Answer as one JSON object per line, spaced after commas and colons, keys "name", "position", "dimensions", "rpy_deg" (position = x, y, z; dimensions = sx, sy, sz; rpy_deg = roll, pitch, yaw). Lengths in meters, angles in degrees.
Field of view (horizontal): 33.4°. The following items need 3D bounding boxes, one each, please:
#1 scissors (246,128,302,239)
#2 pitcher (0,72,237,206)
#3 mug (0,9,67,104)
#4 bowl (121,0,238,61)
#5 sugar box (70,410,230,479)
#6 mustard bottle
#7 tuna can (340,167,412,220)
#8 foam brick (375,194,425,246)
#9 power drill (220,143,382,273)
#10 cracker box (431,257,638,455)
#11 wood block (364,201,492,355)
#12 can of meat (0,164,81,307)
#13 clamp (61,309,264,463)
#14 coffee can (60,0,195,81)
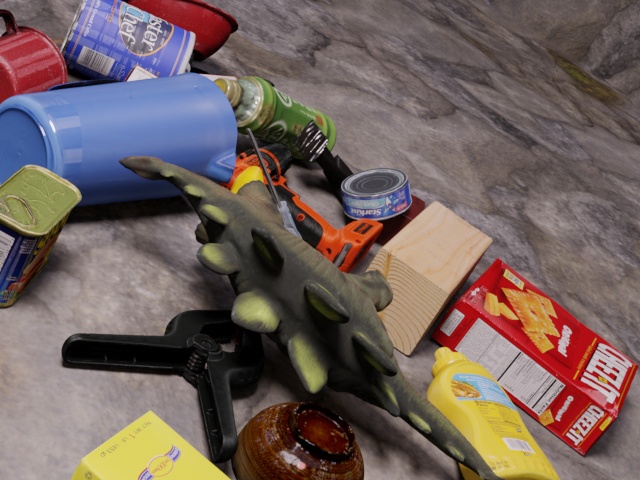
{"name": "scissors", "position": [-0.038, -0.026, 1.122], "dimensions": [0.096, 0.016, 0.202], "rpy_deg": [-105, 174, -82]}
{"name": "pitcher", "position": [-0.215, -0.104, 1.077], "dimensions": [0.242, 0.149, 0.145], "rpy_deg": [-14, 93, -52]}
{"name": "mug", "position": [-0.326, -0.180, 1.105], "dimensions": [0.093, 0.117, 0.081], "rpy_deg": [4, 24, 21]}
{"name": "bowl", "position": [-0.194, -0.281, 1.438], "dimensions": [0.162, 0.055, 0.162], "rpy_deg": [11, -6, 1]}
{"name": "sugar box", "position": [-0.086, 0.205, 0.753], "dimensions": [0.176, 0.048, 0.093], "rpy_deg": [36, 26, 11]}
{"name": "mustard bottle", "position": [0.156, 0.175, 1.055], "dimensions": [0.096, 0.058, 0.192], "rpy_deg": [14, 31, -30]}
{"name": "tuna can", "position": [0.068, -0.058, 1.313], "dimensions": [0.086, 0.034, 0.086], "rpy_deg": [-8, 26, 4]}
{"name": "foam brick", "position": [0.100, -0.026, 1.360], "dimensions": [0.053, 0.051, 0.078], "rpy_deg": [28, 26, -9]}
{"name": "power drill", "position": [-0.023, -0.041, 1.251], "dimensions": [0.188, 0.057, 0.184], "rpy_deg": [33, 27, 7]}
{"name": "cracker box", "position": [0.252, 0.126, 1.233], "dimensions": [0.214, 0.072, 0.164], "rpy_deg": [38, 27, 11]}
{"name": "wood block", "position": [0.116, 0.037, 1.221], "dimensions": [0.090, 0.091, 0.205], "rpy_deg": [35, 26, 9]}
{"name": "can of meat", "position": [-0.254, -0.004, 0.895], "dimensions": [0.057, 0.084, 0.102], "rpy_deg": [30, 26, -4]}
{"name": "clamp", "position": [-0.115, 0.099, 0.919], "dimensions": [0.164, 0.036, 0.209], "rpy_deg": [30, 22, 5]}
{"name": "coffee can", "position": [-0.237, -0.235, 1.304], "dimensions": [0.140, 0.103, 0.103], "rpy_deg": [22, 27, -18]}
